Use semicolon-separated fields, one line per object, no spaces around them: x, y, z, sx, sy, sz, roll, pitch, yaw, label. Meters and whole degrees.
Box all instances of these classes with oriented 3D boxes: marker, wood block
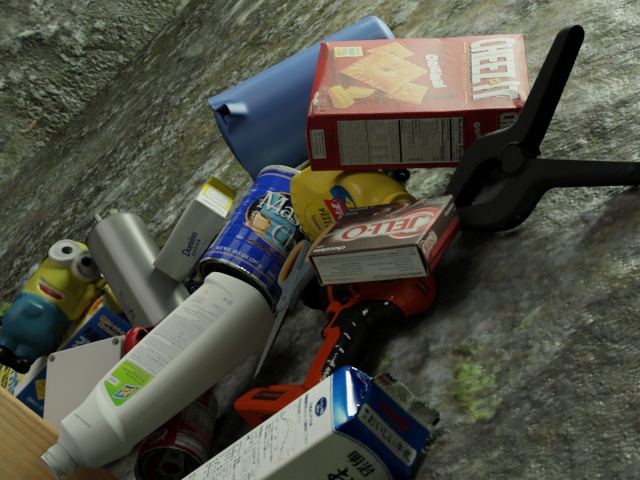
0.094;-0.103;1.209;0.020;0.020;0.121;-33;25;26;marker
-0.326;0.230;1.118;0.091;0.206;0.090;-15;37;50;wood block

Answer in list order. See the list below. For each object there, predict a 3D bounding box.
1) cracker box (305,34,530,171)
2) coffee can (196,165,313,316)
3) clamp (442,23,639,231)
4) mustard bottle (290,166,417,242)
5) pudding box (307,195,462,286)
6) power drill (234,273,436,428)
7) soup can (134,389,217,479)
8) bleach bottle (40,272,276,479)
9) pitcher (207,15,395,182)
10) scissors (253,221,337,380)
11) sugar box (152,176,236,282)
0.099;-0.142;1.063;0.214;0.072;0.164;-1;36;8;cracker box
-0.058;0.001;1.183;0.103;0.102;0.140;-12;39;53;coffee can
0.180;-0.080;0.940;0.210;0.036;0.164;-33;55;38;clamp
0.043;-0.029;1.071;0.058;0.096;0.192;-32;18;-24;mustard bottle
0.059;0.000;0.948;0.114;0.039;0.089;-9;24;33;pudding box
0.002;0.095;0.981;0.185;0.057;0.187;-7;43;56;power drill
-0.139;0.192;1.043;0.069;0.068;0.102;-35;24;22;soup can
-0.161;0.133;1.023;0.250;0.068;0.103;-39;29;-23;bleach bottle
-0.007;-0.173;1.344;0.243;0.145;0.149;-30;20;2;pitcher
-0.018;0.046;1.007;0.096;0.016;0.201;-42;17;24;scissors
-0.144;-0.016;1.251;0.093;0.048;0.176;-55;9;10;sugar box
